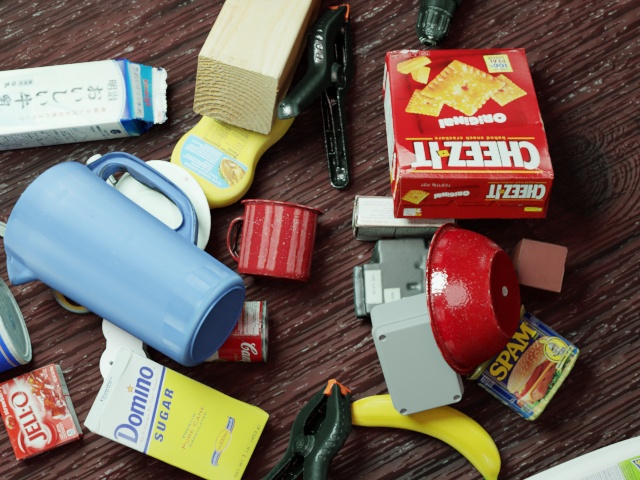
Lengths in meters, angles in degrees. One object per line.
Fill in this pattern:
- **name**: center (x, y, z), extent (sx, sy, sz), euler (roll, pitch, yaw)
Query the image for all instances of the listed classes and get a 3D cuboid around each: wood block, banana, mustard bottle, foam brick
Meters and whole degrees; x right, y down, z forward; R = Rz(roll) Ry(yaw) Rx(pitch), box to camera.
- **wood block**: center (-0.064, -0.229, 1.189), extent (0.090, 0.091, 0.206), euler (17, 53, 2)
- **banana**: center (0.122, 0.212, 1.181), extent (0.198, 0.037, 0.069), euler (27, 81, 5)
- **mustard bottle**: center (-0.115, -0.096, 1.224), extent (0.096, 0.058, 0.191), euler (31, 81, 7)
- **foam brick**: center (0.240, 0.034, 1.192), extent (0.051, 0.078, 0.053), euler (12, 80, 3)

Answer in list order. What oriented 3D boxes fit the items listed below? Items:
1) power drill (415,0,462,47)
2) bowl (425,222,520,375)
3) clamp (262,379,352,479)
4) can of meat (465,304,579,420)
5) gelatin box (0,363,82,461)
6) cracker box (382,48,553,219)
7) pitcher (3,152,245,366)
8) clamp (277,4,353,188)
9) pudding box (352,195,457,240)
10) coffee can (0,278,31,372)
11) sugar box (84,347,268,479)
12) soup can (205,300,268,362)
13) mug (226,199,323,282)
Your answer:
- **power drill**: center (0.089, -0.335, 1.244), extent (0.187, 0.057, 0.184), euler (22, 71, -17)
- **bowl**: center (0.167, 0.058, 1.112), extent (0.055, 0.161, 0.162), euler (-8, 78, 29)
- **clamp**: center (-0.019, 0.234, 1.160), extent (0.120, 0.039, 0.171), euler (-8, 48, 40)
- **can of meat**: center (0.226, 0.137, 1.185), extent (0.084, 0.057, 0.102), euler (36, 82, 3)
- **gelatin box**: center (-0.314, 0.191, 1.187), extent (0.073, 0.030, 0.089), euler (-21, 80, -3)
- **cracker box**: center (0.157, -0.123, 1.175), extent (0.164, 0.072, 0.213), euler (-1, 47, -1)
- **pitcher**: center (-0.196, 0.019, 1.125), extent (0.243, 0.144, 0.149), euler (30, 116, 18)
- **clamp**: center (0.003, -0.183, 1.206), extent (0.036, 0.164, 0.210), euler (-2, 70, 24)
- **pudding box**: center (0.093, -0.025, 1.196), extent (0.113, 0.090, 0.039), euler (0, 81, 0)
- **coffee can**: center (-0.402, 0.111, 1.165), extent (0.140, 0.103, 0.103), euler (-21, 81, -4)
- **sugar box**: center (-0.152, 0.192, 1.143), extent (0.176, 0.048, 0.093), euler (28, 80, -25)
- **soup can**: center (-0.110, 0.101, 1.185), extent (0.102, 0.068, 0.068), euler (0, 80, 0)
- **mug**: center (-0.058, 0.001, 1.199), extent (0.117, 0.093, 0.081), euler (4, 84, 32)
